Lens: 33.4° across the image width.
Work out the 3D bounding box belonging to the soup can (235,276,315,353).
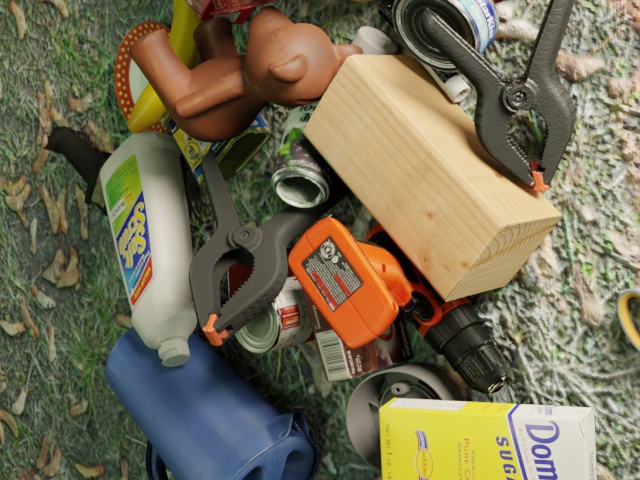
[{"bbox_3d":[-0.028,0.068,1.032,0.069,0.102,0.068,8,102,42],"label":"soup can"}]

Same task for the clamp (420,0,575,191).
[{"bbox_3d":[0.146,-0.121,0.846,0.120,0.039,0.171,-2,109,17],"label":"clamp"}]

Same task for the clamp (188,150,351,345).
[{"bbox_3d":[-0.057,0.001,0.994,0.165,0.036,0.210,1,56,18],"label":"clamp"}]

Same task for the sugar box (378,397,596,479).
[{"bbox_3d":[0.139,0.185,0.896,0.176,0.048,0.093,-1,96,26],"label":"sugar box"}]

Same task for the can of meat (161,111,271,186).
[{"bbox_3d":[-0.108,-0.118,1.109,0.102,0.057,0.084,-44,70,39],"label":"can of meat"}]

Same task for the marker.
[{"bbox_3d":[0.089,-0.170,0.940,0.121,0.020,0.020,54,128,22],"label":"marker"}]

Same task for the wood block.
[{"bbox_3d":[0.091,-0.059,0.908,0.206,0.090,0.090,51,127,25],"label":"wood block"}]

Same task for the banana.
[{"bbox_3d":[-0.155,-0.207,1.130,0.070,0.037,0.198,9,86,31],"label":"banana"}]

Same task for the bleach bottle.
[{"bbox_3d":[-0.173,0.012,1.140,0.103,0.067,0.251,-39,55,36],"label":"bleach bottle"}]

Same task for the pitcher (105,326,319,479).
[{"bbox_3d":[-0.129,0.197,1.131,0.243,0.149,0.145,41,151,35],"label":"pitcher"}]

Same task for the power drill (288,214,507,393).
[{"bbox_3d":[0.067,0.052,0.885,0.057,0.187,0.184,-46,64,17],"label":"power drill"}]

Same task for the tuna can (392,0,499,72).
[{"bbox_3d":[0.102,-0.183,0.886,0.086,0.033,0.086,30,150,20],"label":"tuna can"}]

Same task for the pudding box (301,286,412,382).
[{"bbox_3d":[0.033,0.066,0.983,0.039,0.089,0.113,-15,87,45],"label":"pudding box"}]

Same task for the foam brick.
[{"bbox_3d":[-0.059,0.045,1.093,0.053,0.051,0.078,6,100,44],"label":"foam brick"}]
